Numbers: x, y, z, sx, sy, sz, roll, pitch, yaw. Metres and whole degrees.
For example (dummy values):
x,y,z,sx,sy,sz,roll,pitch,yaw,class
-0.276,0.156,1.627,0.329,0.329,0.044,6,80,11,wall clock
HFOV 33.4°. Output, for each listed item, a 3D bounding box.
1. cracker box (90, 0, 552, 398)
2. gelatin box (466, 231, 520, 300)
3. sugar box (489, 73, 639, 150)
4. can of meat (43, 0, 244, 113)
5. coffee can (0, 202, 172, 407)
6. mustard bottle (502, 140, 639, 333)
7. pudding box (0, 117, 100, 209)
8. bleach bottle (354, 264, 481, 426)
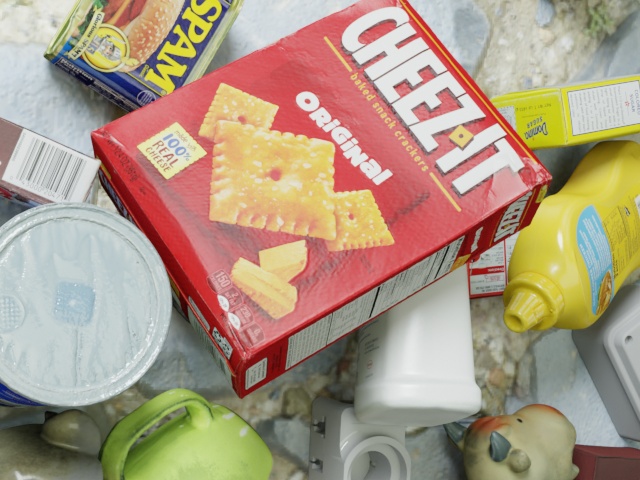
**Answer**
x,y,z,sx,sy,sz,roll,pitch,yaw,class
0.000,-0.035,0.625,0.213,0.072,0.164,-30,71,-17,cracker box
0.129,-0.003,0.789,0.073,0.030,0.089,-5,94,-26,gelatin box
0.221,-0.100,0.794,0.176,0.093,0.048,-9,96,-24,sugar box
-0.110,-0.131,0.661,0.083,0.058,0.102,33,78,-20,can of meat
-0.152,0.041,0.590,0.102,0.141,0.103,4,80,-25,coffee can
0.184,0.008,0.765,0.191,0.058,0.096,-40,122,-41,mustard bottle
-0.191,-0.051,0.606,0.113,0.090,0.039,27,82,-24,pudding box
0.061,-0.009,0.700,0.068,0.103,0.251,5,73,-12,bleach bottle
